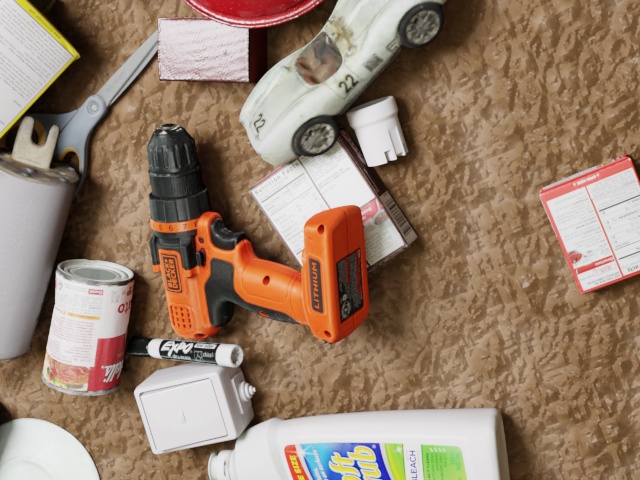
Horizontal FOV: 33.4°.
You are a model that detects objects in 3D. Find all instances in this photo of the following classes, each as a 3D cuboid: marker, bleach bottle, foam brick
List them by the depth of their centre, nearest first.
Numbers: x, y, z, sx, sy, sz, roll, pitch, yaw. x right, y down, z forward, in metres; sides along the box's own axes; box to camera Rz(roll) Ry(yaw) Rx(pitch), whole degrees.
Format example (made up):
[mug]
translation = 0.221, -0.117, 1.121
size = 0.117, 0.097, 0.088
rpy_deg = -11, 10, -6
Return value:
[foam brick]
translation = -0.086, -0.153, 0.855
size = 0.078, 0.053, 0.051
rpy_deg = 4, 102, 13
[bleach bottle]
translation = 0.028, 0.195, 0.894
size = 0.251, 0.068, 0.102
rpy_deg = -6, 100, 17
[marker]
translation = -0.118, 0.094, 0.910
size = 0.121, 0.020, 0.020
rpy_deg = 1, 102, 35

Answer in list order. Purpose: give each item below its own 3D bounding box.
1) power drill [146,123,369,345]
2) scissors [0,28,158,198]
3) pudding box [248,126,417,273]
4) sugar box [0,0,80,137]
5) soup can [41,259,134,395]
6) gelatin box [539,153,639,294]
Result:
[power drill]
translation = -0.056, 0.001, 0.845
size = 0.188, 0.057, 0.184
rpy_deg = 8, 116, 34
[scissors]
translation = -0.211, -0.118, 0.910
size = 0.096, 0.016, 0.202
rpy_deg = 31, 107, 3
[pudding box]
translation = 0.010, -0.022, 0.866
size = 0.090, 0.039, 0.113
rpy_deg = -33, 89, 19
[sugar box]
translation = -0.283, -0.118, 0.838
size = 0.176, 0.093, 0.048
rpy_deg = -45, 46, -1
[soup can]
translation = -0.200, 0.073, 0.920
size = 0.068, 0.068, 0.102
rpy_deg = 13, 103, 10
[gelatin box]
translation = 0.219, -0.012, 0.823
size = 0.073, 0.030, 0.089
rpy_deg = -22, 95, 15
